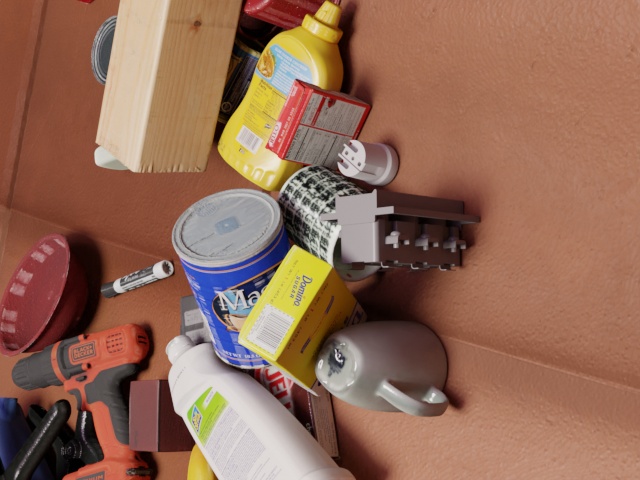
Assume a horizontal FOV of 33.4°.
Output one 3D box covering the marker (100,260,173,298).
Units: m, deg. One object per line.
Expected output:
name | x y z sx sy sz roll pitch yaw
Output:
marker | -0.217 0.047 1.249 0.121 0.020 0.020 -20 71 40

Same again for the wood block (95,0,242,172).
wood block | -0.153 -0.180 1.079 0.090 0.090 0.206 35 118 43

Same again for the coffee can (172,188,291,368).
coffee can | -0.071 0.037 1.006 0.103 0.102 0.140 30 147 41

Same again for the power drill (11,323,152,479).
power drill | -0.272 0.201 1.226 0.185 0.057 0.187 -18 73 22

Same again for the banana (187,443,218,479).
banana | -0.140 0.316 1.129 0.070 0.037 0.198 26 102 41

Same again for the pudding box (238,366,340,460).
pudding box | -0.032 0.169 1.047 0.090 0.039 0.113 -25 69 37

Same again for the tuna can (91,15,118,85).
tuna can | -0.240 -0.228 1.297 0.086 0.033 0.086 -7 80 42

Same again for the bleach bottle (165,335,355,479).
bleach bottle | -0.074 0.174 1.016 0.251 0.067 0.103 47 114 37

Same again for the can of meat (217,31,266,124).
can of meat | -0.102 -0.183 1.147 0.102 0.057 0.084 44 112 38

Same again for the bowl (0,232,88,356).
bowl | -0.333 0.074 1.311 0.162 0.055 0.162 -31 45 36

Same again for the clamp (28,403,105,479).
clamp | -0.298 0.250 1.282 0.120 0.039 0.171 -25 66 33

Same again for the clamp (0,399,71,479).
clamp | -0.367 0.273 1.213 0.165 0.036 0.210 5 79 33

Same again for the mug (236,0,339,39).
mug | -0.046 -0.253 1.086 0.117 0.081 0.093 -45 57 30

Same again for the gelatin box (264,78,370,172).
gelatin box | -0.003 -0.109 1.022 0.030 0.089 0.073 37 110 39

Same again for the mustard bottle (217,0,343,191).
mustard bottle | -0.029 -0.151 1.073 0.096 0.058 0.192 40 112 35

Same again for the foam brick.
foam brick | -0.173 0.191 1.167 0.053 0.051 0.078 -7 79 43

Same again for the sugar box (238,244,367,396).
sugar box | -0.010 0.076 0.936 0.048 0.176 0.093 29 81 22
